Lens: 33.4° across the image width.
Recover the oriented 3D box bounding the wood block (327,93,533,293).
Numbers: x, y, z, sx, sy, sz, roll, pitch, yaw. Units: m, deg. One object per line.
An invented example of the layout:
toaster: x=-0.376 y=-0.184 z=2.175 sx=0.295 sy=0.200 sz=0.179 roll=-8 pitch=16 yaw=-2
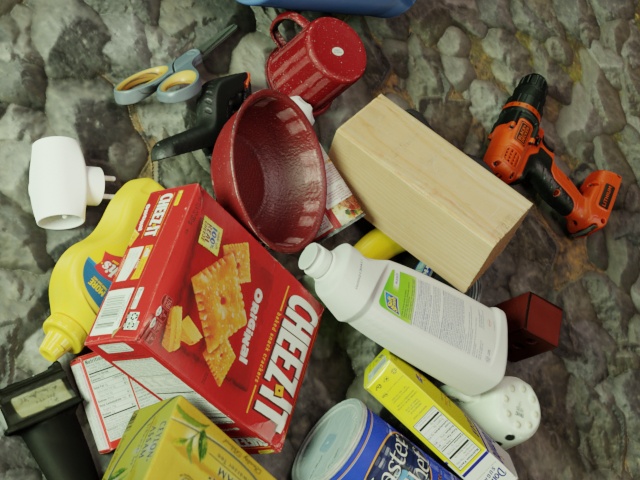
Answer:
wood block: x=0.111 y=-0.052 z=1.159 sx=0.206 sy=0.091 sz=0.090 roll=38 pitch=52 yaw=13

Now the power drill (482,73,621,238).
power drill: x=0.302 y=-0.106 z=1.383 sx=0.187 sy=0.057 sz=0.184 roll=37 pitch=58 yaw=-14

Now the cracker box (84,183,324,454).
cracker box: x=-0.095 y=0.077 z=0.981 sx=0.213 sy=0.072 sz=0.164 roll=46 pitch=50 yaw=-38

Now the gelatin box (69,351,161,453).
gelatin box: x=-0.178 y=0.138 z=0.968 sx=0.073 sy=0.030 sz=0.089 roll=-17 pitch=85 yaw=-38

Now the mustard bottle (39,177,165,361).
mustard bottle: x=-0.193 y=0.036 z=0.980 sx=0.096 sy=0.058 sz=0.191 roll=57 pitch=50 yaw=-28

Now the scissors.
scissors: x=-0.125 y=-0.184 z=1.108 sx=0.201 sy=0.096 sz=0.016 roll=-36 pitch=130 yaw=-37

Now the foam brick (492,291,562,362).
foam brick: x=0.233 y=0.101 z=1.237 sx=0.053 sy=0.078 sz=0.051 roll=27 pitch=59 yaw=-21

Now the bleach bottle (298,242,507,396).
bleach bottle: x=0.084 y=0.066 z=1.091 sx=0.250 sy=0.068 sz=0.102 roll=31 pitch=46 yaw=-27

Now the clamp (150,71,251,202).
clamp: x=-0.107 y=-0.102 z=1.076 sx=0.164 sy=0.036 sz=0.210 roll=56 pitch=34 yaw=-48

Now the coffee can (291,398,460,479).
coffee can: x=0.057 y=0.236 z=1.044 sx=0.140 sy=0.103 sz=0.102 roll=40 pitch=54 yaw=-15

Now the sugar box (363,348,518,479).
sugar box: x=0.122 y=0.186 z=1.097 sx=0.176 sy=0.093 sz=0.048 roll=40 pitch=96 yaw=-1

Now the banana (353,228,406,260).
banana: x=0.098 y=0.008 z=1.207 sx=0.197 sy=0.037 sz=0.069 roll=-4 pitch=73 yaw=-36

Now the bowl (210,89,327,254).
bowl: x=-0.059 y=-0.064 z=1.048 sx=0.161 sy=0.055 sz=0.162 roll=18 pitch=68 yaw=-55

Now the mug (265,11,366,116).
mug: x=-0.009 y=-0.206 z=1.191 sx=0.117 sy=0.082 sz=0.093 roll=52 pitch=52 yaw=-6

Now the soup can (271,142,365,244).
soup can: x=-0.008 y=-0.052 z=1.139 sx=0.068 sy=0.069 sz=0.102 roll=-33 pitch=91 yaw=-39
